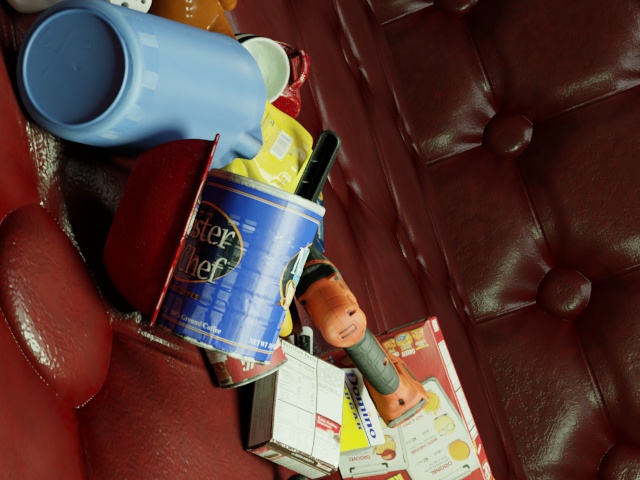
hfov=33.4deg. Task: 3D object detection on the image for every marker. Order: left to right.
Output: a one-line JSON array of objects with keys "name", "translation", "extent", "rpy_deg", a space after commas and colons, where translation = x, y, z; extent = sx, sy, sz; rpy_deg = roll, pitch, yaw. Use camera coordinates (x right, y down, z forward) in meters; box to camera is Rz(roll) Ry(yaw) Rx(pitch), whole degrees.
[{"name": "marker", "translation": [-0.018, 0.145, 1.232], "extent": [0.121, 0.020, 0.020], "rpy_deg": [-91, 157, -55]}]

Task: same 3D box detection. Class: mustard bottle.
[{"name": "mustard bottle", "translation": [-0.099, -0.138, 1.170], "extent": [0.191, 0.058, 0.096], "rpy_deg": [42, 59, -22]}]

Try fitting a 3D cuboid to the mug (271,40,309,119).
[{"name": "mug", "translation": [-0.060, -0.205, 1.386], "extent": [0.093, 0.117, 0.081], "rpy_deg": [25, 48, -47]}]

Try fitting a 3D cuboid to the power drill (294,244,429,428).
[{"name": "power drill", "translation": [0.033, 0.099, 1.136], "extent": [0.187, 0.057, 0.184], "rpy_deg": [53, 3, -29]}]

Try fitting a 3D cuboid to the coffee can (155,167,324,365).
[{"name": "coffee can", "translation": [-0.067, 0.022, 0.896], "extent": [0.140, 0.103, 0.102], "rpy_deg": [-70, 161, -2]}]

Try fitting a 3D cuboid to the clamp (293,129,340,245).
[{"name": "clamp", "translation": [-0.031, -0.020, 1.194], "extent": [0.036, 0.164, 0.210], "rpy_deg": [35, -22, 20]}]

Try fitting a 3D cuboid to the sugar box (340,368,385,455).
[{"name": "sugar box", "translation": [0.006, 0.186, 1.145], "extent": [0.176, 0.048, 0.093], "rpy_deg": [7, 62, -61]}]

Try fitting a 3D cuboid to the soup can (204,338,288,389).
[{"name": "soup can", "translation": [-0.079, 0.077, 0.982], "extent": [0.068, 0.068, 0.102], "rpy_deg": [-35, 104, -76]}]

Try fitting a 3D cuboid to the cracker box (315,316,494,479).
[{"name": "cracker box", "translation": [0.093, 0.215, 1.258], "extent": [0.072, 0.164, 0.214], "rpy_deg": [-6, 76, -74]}]

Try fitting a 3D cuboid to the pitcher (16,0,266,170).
[{"name": "pitcher", "translation": [-0.155, -0.136, 0.905], "extent": [0.242, 0.149, 0.145], "rpy_deg": [-2, 87, -73]}]

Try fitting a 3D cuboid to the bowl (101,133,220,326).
[{"name": "bowl", "translation": [-0.131, -0.017, 0.839], "extent": [0.162, 0.055, 0.162], "rpy_deg": [-161, -89, -83]}]

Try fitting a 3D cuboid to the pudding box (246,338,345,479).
[{"name": "pudding box", "translation": [-0.022, 0.162, 1.031], "extent": [0.090, 0.039, 0.113], "rpy_deg": [30, 46, -31]}]
